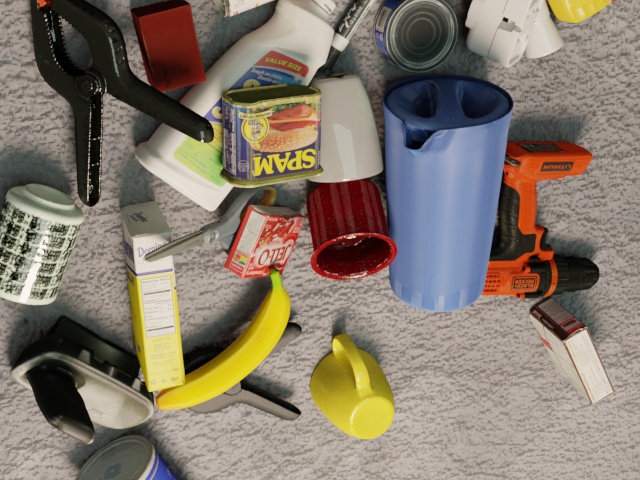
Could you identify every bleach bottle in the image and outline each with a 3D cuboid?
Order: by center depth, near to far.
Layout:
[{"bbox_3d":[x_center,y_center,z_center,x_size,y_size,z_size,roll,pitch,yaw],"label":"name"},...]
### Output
[{"bbox_3d":[-0.073,-0.157,1.076,0.102,0.068,0.251,35,94,-30],"label":"bleach bottle"}]

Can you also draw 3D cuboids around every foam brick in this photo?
[{"bbox_3d":[-0.148,-0.191,1.040,0.053,0.051,0.078,-16,115,-13],"label":"foam brick"}]

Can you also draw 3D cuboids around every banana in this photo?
[{"bbox_3d":[-0.094,0.118,1.159,0.069,0.037,0.198,40,92,-26],"label":"banana"}]

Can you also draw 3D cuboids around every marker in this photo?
[{"bbox_3d":[0.033,-0.227,1.109,0.020,0.020,0.121,29,99,-28],"label":"marker"}]

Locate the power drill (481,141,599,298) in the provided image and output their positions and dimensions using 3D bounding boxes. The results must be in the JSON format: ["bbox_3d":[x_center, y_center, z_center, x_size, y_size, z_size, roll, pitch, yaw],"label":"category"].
[{"bbox_3d":[0.263,-0.020,1.257,0.184,0.057,0.188,-2,111,-23],"label":"power drill"}]

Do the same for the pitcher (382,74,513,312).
[{"bbox_3d":[0.137,-0.052,1.157,0.149,0.145,0.243,-9,124,-14],"label":"pitcher"}]

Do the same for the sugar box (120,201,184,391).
[{"bbox_3d":[-0.175,0.057,1.108,0.048,0.093,0.176,-11,114,-14],"label":"sugar box"}]

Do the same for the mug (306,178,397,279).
[{"bbox_3d":[0.027,-0.009,1.153,0.093,0.081,0.117,0,147,-16],"label":"mug"}]

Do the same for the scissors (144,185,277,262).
[{"bbox_3d":[-0.110,0.006,1.096,0.201,0.016,0.096,-39,146,-42],"label":"scissors"}]

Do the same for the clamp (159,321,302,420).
[{"bbox_3d":[-0.096,0.164,1.210,0.171,0.039,0.120,-12,105,-9],"label":"clamp"}]

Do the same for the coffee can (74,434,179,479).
[{"bbox_3d":[-0.196,0.302,1.195,0.103,0.103,0.140,-33,119,-5],"label":"coffee can"}]

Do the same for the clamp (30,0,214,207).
[{"bbox_3d":[-0.201,-0.149,1.006,0.165,0.036,0.210,-18,102,24],"label":"clamp"}]

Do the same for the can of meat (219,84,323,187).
[{"bbox_3d":[-0.047,-0.104,1.040,0.101,0.058,0.084,-11,115,-27],"label":"can of meat"}]

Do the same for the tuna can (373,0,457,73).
[{"bbox_3d":[0.101,-0.221,1.128,0.086,0.034,0.086,-7,113,-17],"label":"tuna can"}]

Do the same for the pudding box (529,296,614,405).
[{"bbox_3d":[0.311,0.136,1.320,0.039,0.090,0.113,-34,118,-4],"label":"pudding box"}]

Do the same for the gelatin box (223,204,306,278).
[{"bbox_3d":[-0.057,0.001,1.138,0.089,0.030,0.073,0,116,-64],"label":"gelatin box"}]
